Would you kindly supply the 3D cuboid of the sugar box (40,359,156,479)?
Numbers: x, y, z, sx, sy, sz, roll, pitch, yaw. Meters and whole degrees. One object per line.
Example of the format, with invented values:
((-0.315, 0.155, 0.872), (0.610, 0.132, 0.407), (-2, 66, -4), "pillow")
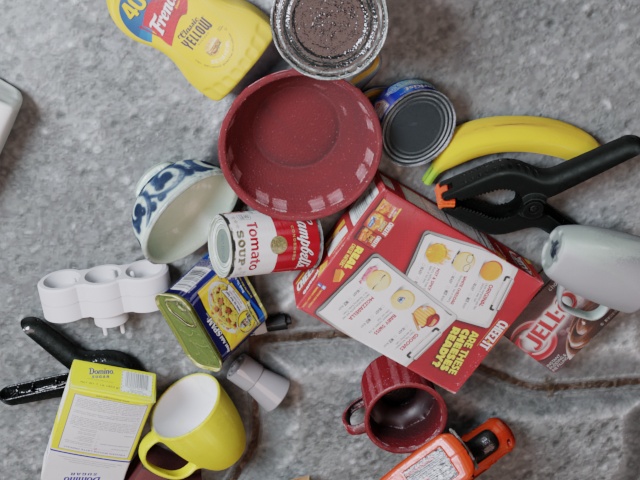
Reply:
((-0.247, 0.208, 1.180), (0.093, 0.048, 0.176), (13, 133, -16), "sugar box")

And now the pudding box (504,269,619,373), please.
((0.267, 0.082, 1.201), (0.090, 0.039, 0.114), (36, 106, -18), "pudding box")

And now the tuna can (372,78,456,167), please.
((0.092, -0.120, 1.082), (0.086, 0.034, 0.086), (-12, 125, -18), "tuna can")

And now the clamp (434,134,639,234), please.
((0.227, -0.037, 1.130), (0.210, 0.036, 0.164), (-4, 132, 0), "clamp")

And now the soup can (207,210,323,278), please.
((-0.057, 0.001, 1.100), (0.102, 0.069, 0.068), (-5, 117, -27), "soup can")

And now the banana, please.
((0.203, -0.101, 1.115), (0.198, 0.037, 0.069), (-6, 141, 0), "banana")

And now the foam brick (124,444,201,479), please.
((-0.184, 0.281, 1.244), (0.078, 0.053, 0.051), (29, 109, -16), "foam brick")

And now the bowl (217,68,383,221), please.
((-0.021, -0.102, 1.060), (0.162, 0.055, 0.162), (-2, 118, -4), "bowl")

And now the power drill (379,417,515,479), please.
((0.127, 0.267, 1.206), (0.184, 0.187, 0.057), (-40, 74, 11), "power drill")

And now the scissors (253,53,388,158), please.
((0.000, -0.113, 1.098), (0.096, 0.016, 0.202), (38, 106, -20), "scissors")

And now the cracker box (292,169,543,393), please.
((0.102, 0.045, 1.152), (0.213, 0.072, 0.164), (29, 109, -18), "cracker box")

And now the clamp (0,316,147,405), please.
((-0.263, 0.140, 1.175), (0.171, 0.039, 0.120), (6, 129, -14), "clamp")

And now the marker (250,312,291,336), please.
((-0.092, 0.101, 1.187), (0.121, 0.020, 0.020), (-12, 115, 0), "marker")

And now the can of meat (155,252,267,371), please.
((-0.113, 0.073, 1.131), (0.083, 0.058, 0.102), (-44, 120, -33), "can of meat")

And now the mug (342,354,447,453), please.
((0.079, 0.184, 1.207), (0.117, 0.081, 0.093), (-26, 115, 6), "mug")

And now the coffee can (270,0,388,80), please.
((0.007, -0.208, 0.979), (0.103, 0.140, 0.103), (0, 107, -1), "coffee can")

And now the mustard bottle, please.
((-0.143, -0.224, 1.010), (0.191, 0.058, 0.096), (36, 111, -19), "mustard bottle")
